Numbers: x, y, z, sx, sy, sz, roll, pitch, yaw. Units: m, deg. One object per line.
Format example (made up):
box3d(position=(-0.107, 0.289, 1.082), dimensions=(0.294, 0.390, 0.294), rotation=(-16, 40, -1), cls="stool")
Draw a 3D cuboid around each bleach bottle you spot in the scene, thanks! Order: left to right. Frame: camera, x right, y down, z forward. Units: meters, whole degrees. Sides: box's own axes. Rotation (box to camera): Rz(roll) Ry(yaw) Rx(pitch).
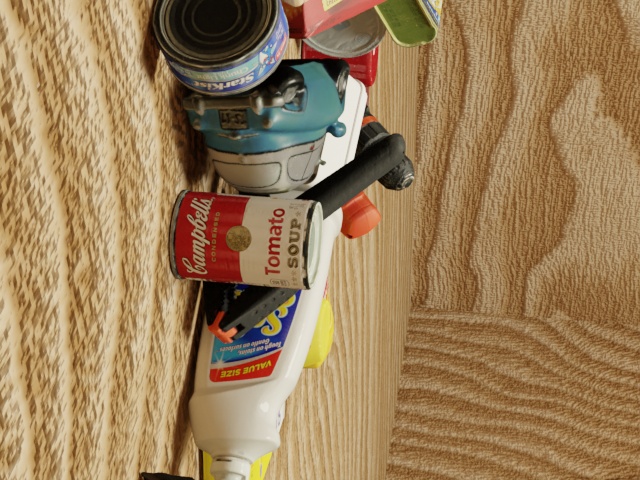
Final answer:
box3d(position=(-0.047, 0.080, 0.875), dimensions=(0.068, 0.102, 0.250), rotation=(92, 5, -62), cls="bleach bottle")

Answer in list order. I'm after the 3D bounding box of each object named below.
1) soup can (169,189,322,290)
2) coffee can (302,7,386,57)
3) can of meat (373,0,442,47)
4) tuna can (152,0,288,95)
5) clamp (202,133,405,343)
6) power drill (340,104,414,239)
box3d(position=(-0.053, 0.000, 0.792), dimensions=(0.068, 0.102, 0.068), rotation=(5, 90, -81), cls="soup can")
box3d(position=(0.030, -0.291, 1.201), dimensions=(0.103, 0.103, 0.140), rotation=(83, 14, -54), cls="coffee can")
box3d(position=(0.092, -0.269, 1.133), dimensions=(0.102, 0.058, 0.084), rotation=(49, 41, -44), cls="can of meat")
box3d(position=(-0.065, -0.140, 0.696), dimensions=(0.033, 0.086, 0.086), rotation=(70, 26, -67), cls="tuna can")
box3d(position=(-0.045, -0.019, 0.864), dimensions=(0.210, 0.165, 0.036), rotation=(-60, 148, -14), cls="clamp")
box3d(position=(0.035, -0.083, 1.206), dimensions=(0.057, 0.184, 0.188), rotation=(-31, 152, -20), cls="power drill")
